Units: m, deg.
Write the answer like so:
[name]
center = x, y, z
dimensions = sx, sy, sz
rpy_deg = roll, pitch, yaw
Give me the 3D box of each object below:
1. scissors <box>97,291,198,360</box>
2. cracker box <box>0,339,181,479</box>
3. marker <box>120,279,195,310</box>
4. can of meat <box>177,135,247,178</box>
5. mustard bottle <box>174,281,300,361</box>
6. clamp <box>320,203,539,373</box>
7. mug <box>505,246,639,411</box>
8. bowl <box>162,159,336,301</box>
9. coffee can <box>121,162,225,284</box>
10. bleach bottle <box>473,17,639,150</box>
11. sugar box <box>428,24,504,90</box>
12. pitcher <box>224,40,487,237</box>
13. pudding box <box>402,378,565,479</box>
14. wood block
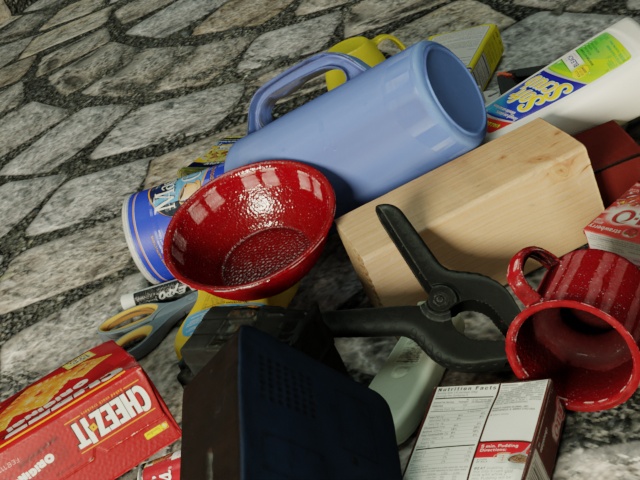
[scissors]
center = -0.135, 0.074, 1.065
dimensions = 0.202, 0.016, 0.096
rpy_deg = -18, 30, 14
[cracker box]
center = -0.211, 0.156, 0.859
dimensions = 0.164, 0.072, 0.214
rpy_deg = -32, 8, -14
[marker]
center = -0.152, 0.049, 1.118
dimensions = 0.121, 0.020, 0.020
rpy_deg = -17, 28, 15
[can of meat]
center = -0.105, -0.083, 1.273
dimensions = 0.102, 0.057, 0.083
rpy_deg = 4, 37, 42
[mustard bottle]
center = -0.080, 0.079, 0.965
dimensions = 0.096, 0.058, 0.191
rpy_deg = -9, 31, 17
[clamp]
center = 0.090, 0.041, 0.820
dimensions = 0.171, 0.039, 0.120
rpy_deg = 18, 74, 10
[mug]
center = 0.178, 0.051, 0.750
dimensions = 0.093, 0.117, 0.081
rpy_deg = -46, 3, 42
[bowl]
center = -0.056, 0.001, 0.952
dimensions = 0.162, 0.055, 0.162
rpy_deg = -13, 43, 12
[coffee can]
center = -0.124, -0.022, 1.129
dimensions = 0.140, 0.103, 0.102
rpy_deg = -18, 28, 13
[bleach bottle]
center = 0.204, -0.111, 1.010
dimensions = 0.251, 0.068, 0.102
rpy_deg = -30, 33, 11
[sugar box]
center = 0.150, -0.192, 1.267
dimensions = 0.093, 0.048, 0.176
rpy_deg = -6, 37, 32
[pitcher]
center = 0.030, -0.098, 1.016
dimensions = 0.243, 0.149, 0.145
rpy_deg = -28, 27, 36
[pudding box]
center = 0.109, 0.144, 0.718
dimensions = 0.090, 0.039, 0.113
rpy_deg = -9, 30, 30
[wood block]
center = 0.129, -0.013, 0.920
dimensions = 0.206, 0.091, 0.090
rpy_deg = -27, 27, -3
